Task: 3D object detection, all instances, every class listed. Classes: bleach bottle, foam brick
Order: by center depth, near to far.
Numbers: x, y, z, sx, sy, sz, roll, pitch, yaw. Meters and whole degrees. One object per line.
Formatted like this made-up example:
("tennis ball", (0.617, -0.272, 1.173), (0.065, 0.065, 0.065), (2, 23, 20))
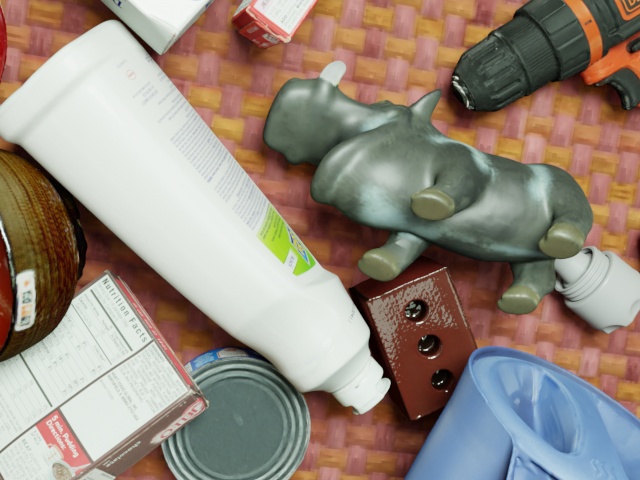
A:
("bleach bottle", (-0.054, 0.001, 0.571), (0.068, 0.102, 0.250), (-38, 102, 20))
("foam brick", (0.057, 0.056, 0.625), (0.053, 0.051, 0.078), (-23, 101, -7))

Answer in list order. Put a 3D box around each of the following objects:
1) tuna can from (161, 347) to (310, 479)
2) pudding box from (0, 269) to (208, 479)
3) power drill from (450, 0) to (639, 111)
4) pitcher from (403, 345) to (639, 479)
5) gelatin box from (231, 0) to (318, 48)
("tuna can", (-0.051, 0.106, 0.620), (0.086, 0.034, 0.086), (-1, 97, -10))
("pudding box", (-0.131, 0.085, 0.580), (0.113, 0.039, 0.090), (-36, 67, -6))
("power drill", (0.190, -0.074, 0.630), (0.184, 0.057, 0.187), (-32, 102, -4))
("pitcher", (0.088, 0.188, 0.596), (0.149, 0.145, 0.243), (19, 112, -25))
("gelatin box", (-0.009, -0.147, 0.575), (0.030, 0.073, 0.089), (34, 90, -14))
